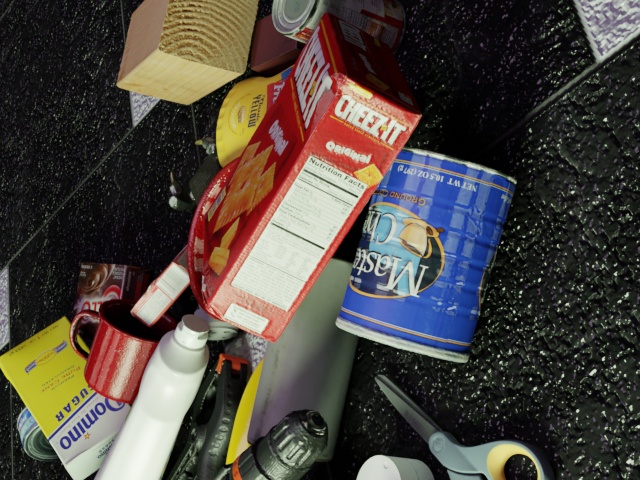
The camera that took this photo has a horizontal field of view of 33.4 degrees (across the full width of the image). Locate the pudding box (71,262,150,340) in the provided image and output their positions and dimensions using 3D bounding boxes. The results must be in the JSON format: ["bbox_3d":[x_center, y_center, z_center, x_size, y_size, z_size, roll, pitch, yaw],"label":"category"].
[{"bbox_3d":[-0.246,0.073,1.243,0.114,0.039,0.090,0,80,53],"label":"pudding box"}]

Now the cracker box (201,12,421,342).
[{"bbox_3d":[-0.017,-0.054,0.834,0.214,0.072,0.164,-58,19,21],"label":"cracker box"}]

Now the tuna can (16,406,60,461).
[{"bbox_3d":[-0.303,0.215,1.231,0.086,0.086,0.034,-54,43,26],"label":"tuna can"}]

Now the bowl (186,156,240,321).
[{"bbox_3d":[-0.057,0.001,1.007,0.162,0.055,0.162,-17,66,43],"label":"bowl"}]

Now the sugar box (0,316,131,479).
[{"bbox_3d":[-0.275,0.171,1.175,0.093,0.048,0.176,-34,51,-17],"label":"sugar box"}]

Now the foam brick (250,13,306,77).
[{"bbox_3d":[-0.025,-0.193,1.041,0.078,0.051,0.053,-11,70,50],"label":"foam brick"}]

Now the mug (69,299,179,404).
[{"bbox_3d":[-0.213,0.115,1.132,0.093,0.117,0.081,-61,-7,-73],"label":"mug"}]

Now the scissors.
[{"bbox_3d":[0.106,0.145,0.789,0.096,0.016,0.202,-52,43,25],"label":"scissors"}]

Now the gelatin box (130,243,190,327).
[{"bbox_3d":[-0.152,0.040,1.111,0.089,0.030,0.073,-46,6,32],"label":"gelatin box"}]

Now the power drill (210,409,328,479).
[{"bbox_3d":[-0.033,0.243,0.799,0.185,0.057,0.188,-52,39,32],"label":"power drill"}]

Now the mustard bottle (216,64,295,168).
[{"bbox_3d":[-0.023,-0.120,1.008,0.192,0.058,0.096,-7,67,50],"label":"mustard bottle"}]

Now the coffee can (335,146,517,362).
[{"bbox_3d":[0.079,0.010,0.798,0.103,0.102,0.140,16,91,53],"label":"coffee can"}]

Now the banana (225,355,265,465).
[{"bbox_3d":[-0.057,0.192,0.962,0.070,0.037,0.198,-13,66,54],"label":"banana"}]

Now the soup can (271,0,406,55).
[{"bbox_3d":[0.017,-0.198,0.947,0.069,0.102,0.068,-21,63,47],"label":"soup can"}]

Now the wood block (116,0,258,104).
[{"bbox_3d":[-0.143,-0.209,1.123,0.206,0.090,0.091,174,107,-68],"label":"wood block"}]

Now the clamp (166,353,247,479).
[{"bbox_3d":[-0.103,0.197,1.017,0.120,0.039,0.171,31,105,56],"label":"clamp"}]

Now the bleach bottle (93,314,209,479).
[{"bbox_3d":[-0.166,0.185,1.043,0.102,0.068,0.251,-81,15,-65],"label":"bleach bottle"}]
